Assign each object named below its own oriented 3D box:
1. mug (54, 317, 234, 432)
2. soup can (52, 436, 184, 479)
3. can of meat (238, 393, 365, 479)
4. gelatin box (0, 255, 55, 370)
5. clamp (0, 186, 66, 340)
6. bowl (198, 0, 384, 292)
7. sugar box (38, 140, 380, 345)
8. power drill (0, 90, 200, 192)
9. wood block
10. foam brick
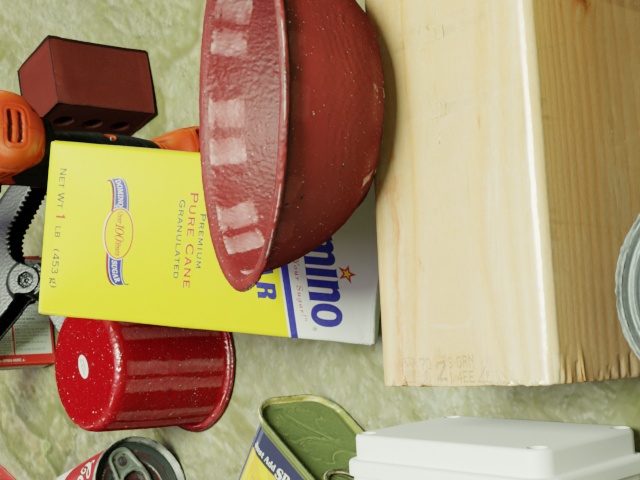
[{"bbox_3d":[-0.110,0.067,0.670,0.093,0.081,0.117,42,118,41],"label":"mug"},{"bbox_3d":[-0.145,0.178,0.714,0.102,0.068,0.068,-34,64,43],"label":"soup can"},{"bbox_3d":[-0.003,0.146,0.567,0.102,0.057,0.084,42,120,42],"label":"can of meat"},{"bbox_3d":[-0.249,0.056,0.832,0.030,0.073,0.089,-21,73,47],"label":"gelatin box"},{"bbox_3d":[-0.217,0.038,0.779,0.164,0.036,0.210,-6,75,8],"label":"clamp"},{"bbox_3d":[-0.013,-0.059,0.471,0.162,0.055,0.162,179,90,-73],"label":"bowl"},{"bbox_3d":[-0.054,0.001,0.560,0.176,0.048,0.093,4,92,6],"label":"sugar box"},{"bbox_3d":[-0.175,-0.041,0.670,0.185,0.187,0.057,-12,81,46],"label":"power drill"},{"bbox_3d":[0.083,-0.043,0.456,0.090,0.090,0.206,-9,81,47],"label":"wood block"},{"bbox_3d":[-0.162,-0.103,0.742,0.053,0.078,0.051,-31,66,45],"label":"foam brick"}]
